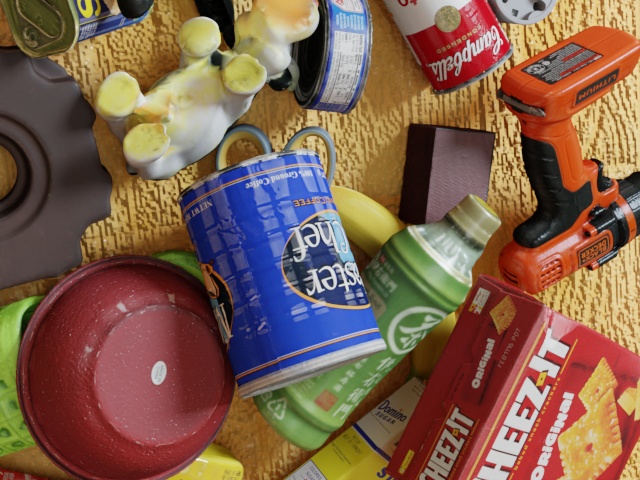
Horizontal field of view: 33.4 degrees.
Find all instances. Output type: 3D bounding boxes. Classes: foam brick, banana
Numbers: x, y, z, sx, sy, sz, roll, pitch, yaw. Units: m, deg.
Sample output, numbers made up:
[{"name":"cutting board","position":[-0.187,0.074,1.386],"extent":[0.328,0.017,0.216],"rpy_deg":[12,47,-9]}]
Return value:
[{"name":"foam brick","position":[0.097,-0.049,0.818],"extent":[0.051,0.053,0.078],"rpy_deg":[4,99,-19]},{"name":"banana","position":[0.059,0.032,0.829],"extent":[0.069,0.037,0.198],"rpy_deg":[-30,108,-12]}]

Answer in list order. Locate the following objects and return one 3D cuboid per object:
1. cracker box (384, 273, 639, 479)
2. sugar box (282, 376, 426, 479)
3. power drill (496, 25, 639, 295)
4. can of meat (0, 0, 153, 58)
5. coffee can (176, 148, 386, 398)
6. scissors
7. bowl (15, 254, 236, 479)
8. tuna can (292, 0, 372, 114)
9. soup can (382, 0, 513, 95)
[{"name":"cracker box","position":[0.168,0.139,0.825],"extent":[0.213,0.072,0.164],"rpy_deg":[26,89,-45]},{"name":"sugar box","position":[0.034,0.196,0.837],"extent":[0.176,0.048,0.093],"rpy_deg":[-36,125,-6]},{"name":"power drill","position":[0.211,-0.065,0.825],"extent":[0.184,0.057,0.187],"rpy_deg":[-30,127,-20]},{"name":"can of meat","position":[-0.162,-0.178,0.688],"extent":[0.083,0.058,0.102],"rpy_deg":[-37,116,-52]},{"name":"coffee can","position":[-0.027,0.023,0.714],"extent":[0.102,0.103,0.140],"rpy_deg":[-16,81,-15]},{"name":"scissors","position":[-0.055,0.001,0.794],"extent":[0.096,0.016,0.202],"rpy_deg":[25,103,-3]},{"name":"bowl","position":[-0.117,0.089,0.715],"extent":[0.161,0.055,0.162],"rpy_deg":[2,86,-31]},{"name":"tuna can","position":[0.007,-0.134,0.756],"extent":[0.033,0.086,0.086],"rpy_deg":[4,98,-18]},{"name":"soup can","position":[0.089,-0.168,0.786],"extent":[0.068,0.069,0.102],"rpy_deg":[-36,108,-10]}]
